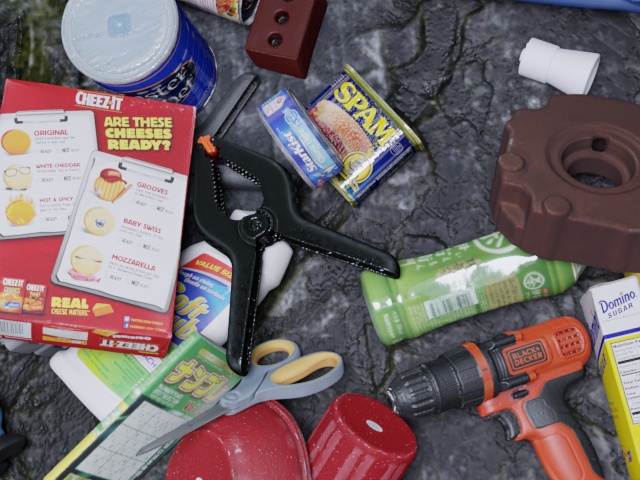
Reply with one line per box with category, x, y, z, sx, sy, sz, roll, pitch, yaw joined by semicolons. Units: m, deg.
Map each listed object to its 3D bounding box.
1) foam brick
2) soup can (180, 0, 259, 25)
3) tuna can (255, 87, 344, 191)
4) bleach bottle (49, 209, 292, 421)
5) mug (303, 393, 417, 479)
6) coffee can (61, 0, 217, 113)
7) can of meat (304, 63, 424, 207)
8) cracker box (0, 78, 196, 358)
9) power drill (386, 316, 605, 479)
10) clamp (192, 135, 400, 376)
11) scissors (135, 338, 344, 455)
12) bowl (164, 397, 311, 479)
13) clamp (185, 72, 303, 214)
foam brick;-0.031;-0.199;0.992;0.053;0.051;0.078;14;83;11
soup can;-0.107;-0.249;1.004;0.102;0.068;0.068;19;84;12
tuna can;-0.016;-0.086;0.899;0.034;0.086;0.086;-35;77;5
bleach bottle;-0.119;0.054;0.961;0.103;0.068;0.251;43;86;15
mug;0.026;0.176;0.897;0.093;0.117;0.082;22;113;-20
coffee can;-0.159;-0.170;0.962;0.103;0.140;0.103;-1;80;9
can of meat;0.028;-0.093;0.964;0.084;0.057;0.102;-43;76;3
cracker box;-0.197;-0.017;0.897;0.164;0.072;0.213;7;65;-11
power drill;0.162;0.169;0.876;0.184;0.057;0.188;-17;81;-14
clamp;-0.056;0.001;0.915;0.164;0.036;0.210;-39;70;-4
scissors;-0.076;0.126;0.901;0.201;0.096;0.016;-16;116;-25
bowl;-0.081;0.206;0.888;0.162;0.055;0.162;-15;68;43
clamp;-0.103;-0.066;0.989;0.171;0.039;0.120;-33;72;6
